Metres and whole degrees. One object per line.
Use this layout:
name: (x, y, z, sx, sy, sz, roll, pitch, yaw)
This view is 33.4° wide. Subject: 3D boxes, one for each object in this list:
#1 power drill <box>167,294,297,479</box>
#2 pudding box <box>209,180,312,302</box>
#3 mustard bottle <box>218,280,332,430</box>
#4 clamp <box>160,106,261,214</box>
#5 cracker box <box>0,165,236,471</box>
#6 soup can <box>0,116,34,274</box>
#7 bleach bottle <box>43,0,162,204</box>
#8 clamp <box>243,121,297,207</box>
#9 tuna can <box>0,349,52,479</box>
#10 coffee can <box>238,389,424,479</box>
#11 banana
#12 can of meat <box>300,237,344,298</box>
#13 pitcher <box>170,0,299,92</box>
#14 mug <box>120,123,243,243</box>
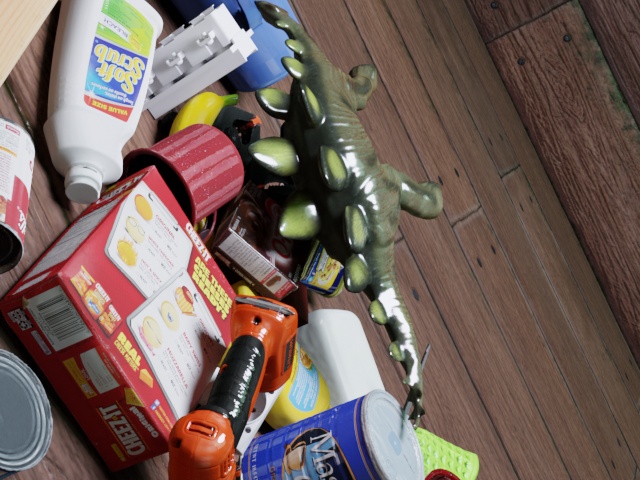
power drill: (-0.070, 0.151, 0.849, 0.184, 0.057, 0.187, 98, 8, -45)
pudding box: (-0.057, 0.001, 1.062, 0.090, 0.039, 0.113, 40, 28, -13)
mustard bottle: (-0.042, 0.135, 1.057, 0.191, 0.058, 0.096, 52, 25, -28)
clamp: (-0.115, -0.113, 1.181, 0.120, 0.039, 0.171, 61, 25, -21)
cracker box: (-0.154, 0.057, 0.877, 0.164, 0.072, 0.213, 60, 22, -17)
soup can: (-0.246, -0.033, 0.774, 0.068, 0.069, 0.102, 42, 31, -42)
bleach bottle: (-0.201, -0.133, 0.982, 0.102, 0.068, 0.251, 37, 36, -40)
clamp: (-0.012, -0.069, 1.192, 0.165, 0.036, 0.209, 27, 30, 13)
tuna can: (-0.222, 0.118, 0.714, 0.086, 0.034, 0.086, 47, 28, -36)
coffee can: (0.011, 0.209, 0.986, 0.102, 0.140, 0.103, 47, 28, -36)
banana: (-0.124, -0.076, 1.080, 0.069, 0.037, 0.198, 15, 66, -18)
can of meat: (-0.003, 0.008, 1.225, 0.058, 0.102, 0.083, 26, 2, 35)
pitcher: (-0.113, -0.296, 1.255, 0.242, 0.145, 0.149, 56, 39, -27)
mug: (-0.124, -0.048, 1.002, 0.081, 0.093, 0.117, -38, 126, -43)
